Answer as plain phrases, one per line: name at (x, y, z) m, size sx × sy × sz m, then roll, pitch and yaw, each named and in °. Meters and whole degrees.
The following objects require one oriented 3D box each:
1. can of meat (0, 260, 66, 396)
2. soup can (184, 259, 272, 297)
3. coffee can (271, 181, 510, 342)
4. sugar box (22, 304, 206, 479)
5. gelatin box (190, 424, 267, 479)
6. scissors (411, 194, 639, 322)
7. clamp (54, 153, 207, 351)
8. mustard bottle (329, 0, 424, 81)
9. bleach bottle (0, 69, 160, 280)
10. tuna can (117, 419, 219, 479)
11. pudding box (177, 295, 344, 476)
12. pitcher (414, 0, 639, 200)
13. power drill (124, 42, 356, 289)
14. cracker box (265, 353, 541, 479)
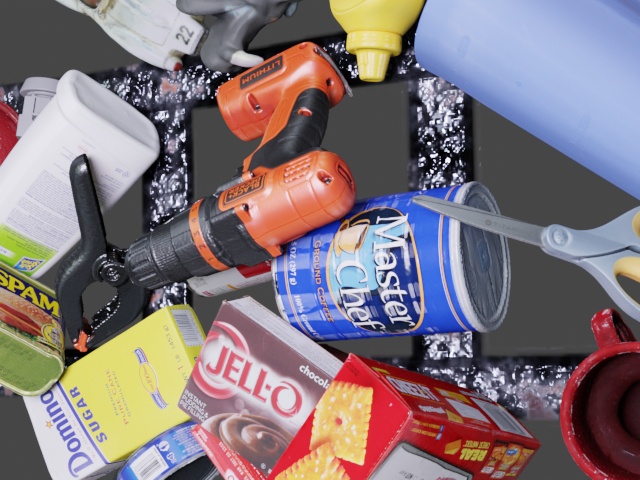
can of meat at (-0.264, 0.074, 0.902) m, size 0.057 × 0.102 × 0.084 m, roll -44°, pitch 31°, yaw 19°
soup can at (-0.055, 0.001, 0.831) m, size 0.102 × 0.068 × 0.068 m, roll -17°, pitch 79°, yaw 27°
coffee can at (0.051, 0.018, 0.753) m, size 0.140 × 0.102 × 0.103 m, roll -7°, pitch 84°, yaw 28°
sugar box at (-0.165, 0.133, 0.894) m, size 0.176 × 0.048 × 0.093 m, roll -32°, pitch 73°, yaw 22°
gelatin box at (-0.047, 0.159, 0.804) m, size 0.030 × 0.089 × 0.073 m, roll -48°, pitch 68°, yaw 18°
scissors at (0.166, -0.011, 0.688) m, size 0.202 × 0.016 × 0.096 m, roll 30°, pitch 64°, yaw 5°
clamp at (-0.179, 0.011, 0.883) m, size 0.120 × 0.039 × 0.171 m, roll 30°, pitch 105°, yaw -15°
mustard bottle at (0.044, -0.214, 0.787) m, size 0.096 × 0.058 × 0.191 m, roll 3°, pitch 89°, yaw 56°
bleach bottle at (-0.253, -0.025, 0.921) m, size 0.251 × 0.102 × 0.068 m, roll -43°, pitch 34°, yaw 20°
tuna can at (-0.117, 0.180, 0.843) m, size 0.086 × 0.086 × 0.034 m, roll -46°, pitch 66°, yaw 18°
pudding box at (-0.035, 0.105, 0.736) m, size 0.114 × 0.039 × 0.090 m, roll 32°, pitch 111°, yaw 21°
pitcher at (0.189, -0.109, 0.665) m, size 0.243 × 0.149 × 0.145 m, roll 39°, pitch 108°, yaw 20°
power drill at (-0.052, -0.054, 0.780) m, size 0.185 × 0.057 × 0.187 m, roll -21°, pitch 38°, yaw 25°
cracker box at (0.028, 0.189, 0.713) m, size 0.072 × 0.163 × 0.214 m, roll 43°, pitch 104°, yaw 40°
